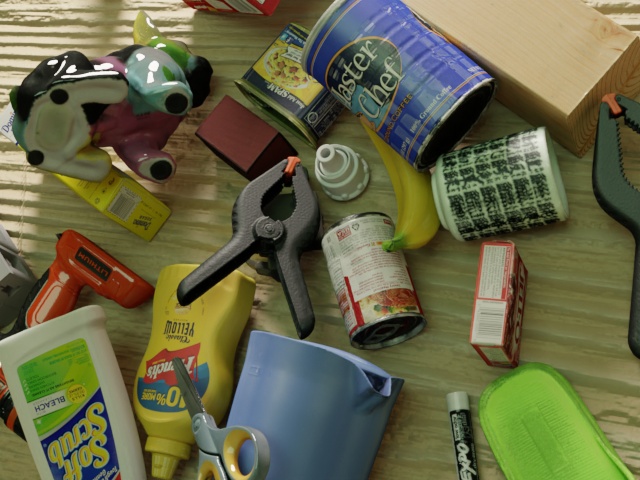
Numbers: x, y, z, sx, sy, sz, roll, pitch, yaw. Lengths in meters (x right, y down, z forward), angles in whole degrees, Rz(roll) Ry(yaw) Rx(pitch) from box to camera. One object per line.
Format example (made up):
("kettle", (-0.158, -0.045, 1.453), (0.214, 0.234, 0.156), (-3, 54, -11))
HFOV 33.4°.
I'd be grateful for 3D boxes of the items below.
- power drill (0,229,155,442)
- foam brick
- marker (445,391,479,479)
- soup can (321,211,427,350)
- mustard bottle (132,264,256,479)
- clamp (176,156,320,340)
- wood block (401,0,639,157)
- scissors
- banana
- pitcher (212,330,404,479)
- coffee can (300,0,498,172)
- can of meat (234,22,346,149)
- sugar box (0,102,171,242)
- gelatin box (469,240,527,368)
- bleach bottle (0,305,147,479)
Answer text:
("power drill", (-0.243, 0.098, 1.016), (0.184, 0.057, 0.187), (36, 84, 17))
("foam brick", (-0.072, -0.093, 1.027), (0.078, 0.053, 0.051), (38, 87, 29))
("marker", (0.118, 0.184, 0.867), (0.020, 0.020, 0.121), (-12, 67, 17))
("soup can", (0.045, 0.035, 0.925), (0.068, 0.068, 0.102), (-22, 64, 12))
("mustard bottle", (-0.121, 0.119, 0.963), (0.096, 0.058, 0.191), (2, 72, 30))
("clamp", (-0.056, 0.001, 0.936), (0.120, 0.039, 0.171), (11, 58, -6))
("wood block", (0.173, -0.178, 0.942), (0.206, 0.090, 0.091), (41, 89, 28))
("scissors", (-0.081, 0.141, 0.843), (0.096, 0.016, 0.202), (-48, 37, 28))
("banana", (0.071, -0.063, 0.952), (0.037, 0.069, 0.198), (-35, 46, 28))
("pitcher", (-0.034, 0.202, 0.870), (0.145, 0.149, 0.243), (17, 80, 10))
("coffee can", (0.067, -0.142, 0.922), (0.140, 0.102, 0.103), (44, 90, 15))
("can of meat", (-0.018, -0.151, 1.026), (0.102, 0.057, 0.084), (38, 86, 29))
("sugar box", (-0.238, -0.071, 1.061), (0.176, 0.093, 0.048), (32, 84, 29))
("gelatin box", (0.148, 0.053, 0.874), (0.030, 0.073, 0.089), (3, 71, 21))
("bleach bottle", (-0.195, 0.190, 0.936), (0.102, 0.068, 0.251), (-22, 84, -3))
